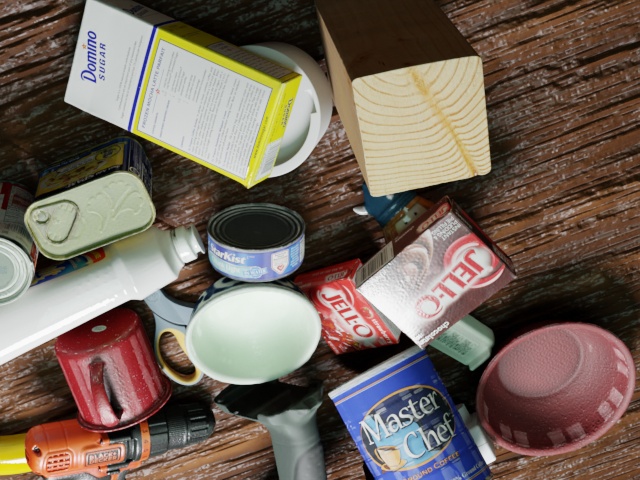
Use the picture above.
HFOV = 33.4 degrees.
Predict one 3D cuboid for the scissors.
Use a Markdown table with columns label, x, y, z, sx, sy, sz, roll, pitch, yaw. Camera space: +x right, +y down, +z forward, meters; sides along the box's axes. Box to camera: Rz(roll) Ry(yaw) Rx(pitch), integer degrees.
| label | x | y | z | sx | sy | sz | roll | pitch | yaw |
| --- | --- | --- | --- | --- | --- | --- | --- | --- | --- |
| scissors | -0.135 | 0.049 | 0.989 | 0.096 | 0.016 | 0.202 | -16 | 119 | -1 |

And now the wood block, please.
| label | x | y | z | sx | sy | sz | roll | pitch | yaw |
| --- | --- | --- | --- | --- | --- | --- | --- | --- | --- |
| wood block | 0.057 | -0.125 | 0.813 | 0.090 | 0.206 | 0.091 | -12 | 118 | -2 |

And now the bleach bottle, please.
| label | x | y | z | sx | sy | sz | roll | pitch | yaw |
| --- | --- | --- | --- | --- | --- | --- | --- | --- | --- |
| bleach bottle | -0.219 | 0.046 | 0.929 | 0.251 | 0.102 | 0.068 | -24 | 103 | 3 |

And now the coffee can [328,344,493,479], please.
| label | x | y | z | sx | sy | sz | roll | pitch | yaw |
| --- | --- | --- | --- | --- | --- | --- | --- | --- | --- |
| coffee can | 0.084 | 0.182 | 1.006 | 0.103 | 0.102 | 0.140 | -29 | 82 | 8 |

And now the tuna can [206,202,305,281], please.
| label | x | y | z | sx | sy | sz | roll | pitch | yaw |
| --- | --- | --- | --- | --- | --- | --- | --- | --- | --- |
| tuna can | -0.056 | 0.001 | 0.934 | 0.086 | 0.086 | 0.034 | -3 | 120 | -7 |

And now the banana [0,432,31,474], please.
| label | x | y | z | sx | sy | sz | roll | pitch | yaw |
| --- | --- | --- | --- | --- | --- | --- | --- | --- | --- |
| banana | -0.323 | 0.196 | 1.029 | 0.197 | 0.037 | 0.070 | 11 | 116 | -14 |

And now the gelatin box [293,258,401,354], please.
| label | x | y | z | sx | sy | sz | roll | pitch | yaw |
| --- | --- | --- | --- | --- | --- | --- | --- | --- | --- |
| gelatin box | 0.024 | 0.063 | 0.992 | 0.073 | 0.030 | 0.089 | -15 | 124 | 36 |

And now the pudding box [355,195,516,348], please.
| label | x | y | z | sx | sy | sz | roll | pitch | yaw |
| --- | --- | --- | --- | --- | --- | --- | --- | --- | --- |
| pudding box | 0.100 | 0.029 | 0.933 | 0.114 | 0.039 | 0.090 | -40 | 112 | 21 |

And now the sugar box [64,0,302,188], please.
| label | x | y | z | sx | sy | sz | roll | pitch | yaw |
| --- | --- | --- | --- | --- | --- | --- | --- | --- | --- |
| sugar box | -0.110 | -0.120 | 0.842 | 0.176 | 0.048 | 0.093 | 27 | 116 | 14 |

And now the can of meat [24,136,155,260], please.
| label | x | y | z | sx | sy | sz | roll | pitch | yaw |
| --- | --- | --- | --- | --- | --- | --- | --- | --- | --- |
| can of meat | -0.191 | -0.038 | 0.895 | 0.102 | 0.084 | 0.057 | -20 | 119 | 3 |

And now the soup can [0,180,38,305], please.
| label | x | y | z | sx | sy | sz | roll | pitch | yaw |
| --- | --- | --- | --- | --- | --- | --- | --- | --- | --- |
| soup can | -0.269 | 0.001 | 0.895 | 0.068 | 0.102 | 0.068 | -4 | 119 | -7 |

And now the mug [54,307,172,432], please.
| label | x | y | z | sx | sy | sz | roll | pitch | yaw |
| --- | --- | --- | --- | --- | --- | --- | --- | --- | --- |
| mug | -0.191 | 0.120 | 0.965 | 0.093 | 0.117 | 0.081 | -14 | 114 | 4 |

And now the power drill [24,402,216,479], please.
| label | x | y | z | sx | sy | sz | roll | pitch | yaw |
| --- | --- | --- | --- | --- | --- | --- | --- | --- | --- |
| power drill | -0.199 | 0.242 | 1.050 | 0.184 | 0.057 | 0.188 | -4 | 122 | -25 |

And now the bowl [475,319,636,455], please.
| label | x | y | z | sx | sy | sz | roll | pitch | yaw |
| --- | --- | --- | --- | --- | --- | --- | --- | --- | --- |
| bowl | 0.227 | 0.135 | 1.063 | 0.162 | 0.055 | 0.162 | -3 | 119 | -6 |
